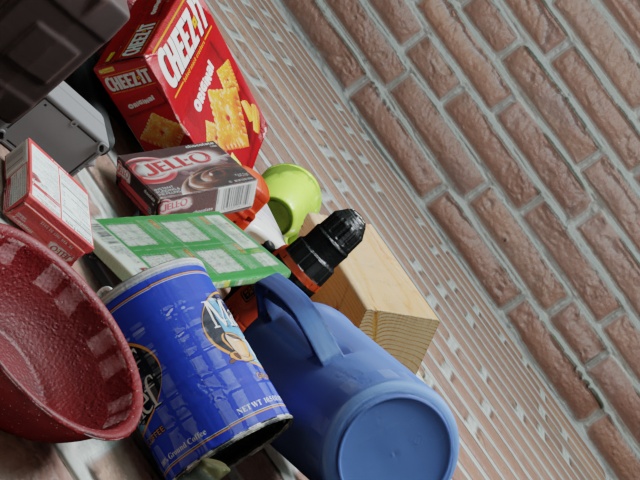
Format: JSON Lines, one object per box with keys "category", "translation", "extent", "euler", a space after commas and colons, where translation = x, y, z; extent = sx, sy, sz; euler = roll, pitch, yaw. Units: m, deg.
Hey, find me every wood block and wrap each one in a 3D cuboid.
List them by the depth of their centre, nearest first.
{"category": "wood block", "translation": [0.038, 0.062, 1.167], "extent": [0.090, 0.091, 0.206], "euler": [11, 25, -25]}

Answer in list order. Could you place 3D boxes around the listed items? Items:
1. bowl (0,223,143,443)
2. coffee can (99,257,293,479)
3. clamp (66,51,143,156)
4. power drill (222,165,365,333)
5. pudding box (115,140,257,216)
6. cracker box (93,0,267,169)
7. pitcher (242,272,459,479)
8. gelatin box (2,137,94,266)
{"category": "bowl", "translation": [-0.183, 0.068, 0.659], "extent": [0.162, 0.055, 0.162], "euler": [51, 12, -16]}
{"category": "coffee can", "translation": [-0.098, 0.098, 0.786], "extent": [0.140, 0.103, 0.102], "euler": [58, 13, 16]}
{"category": "clamp", "translation": [-0.249, -0.174, 1.125], "extent": [0.210, 0.036, 0.164], "euler": [57, 11, -5]}
{"category": "power drill", "translation": [-0.057, 0.001, 1.070], "extent": [0.057, 0.184, 0.188], "euler": [45, 5, -40]}
{"category": "pudding box", "translation": [-0.133, -0.057, 1.053], "extent": [0.113, 0.039, 0.090], "euler": [-11, 38, -35]}
{"category": "cracker box", "translation": [-0.141, -0.154, 1.166], "extent": [0.164, 0.072, 0.213], "euler": [-74, 146, -45]}
{"category": "pitcher", "translation": [0.011, 0.126, 0.864], "extent": [0.149, 0.145, 0.243], "euler": [23, 0, -20]}
{"category": "gelatin box", "translation": [-0.219, -0.030, 0.858], "extent": [0.073, 0.030, 0.089], "euler": [47, 14, -36]}
